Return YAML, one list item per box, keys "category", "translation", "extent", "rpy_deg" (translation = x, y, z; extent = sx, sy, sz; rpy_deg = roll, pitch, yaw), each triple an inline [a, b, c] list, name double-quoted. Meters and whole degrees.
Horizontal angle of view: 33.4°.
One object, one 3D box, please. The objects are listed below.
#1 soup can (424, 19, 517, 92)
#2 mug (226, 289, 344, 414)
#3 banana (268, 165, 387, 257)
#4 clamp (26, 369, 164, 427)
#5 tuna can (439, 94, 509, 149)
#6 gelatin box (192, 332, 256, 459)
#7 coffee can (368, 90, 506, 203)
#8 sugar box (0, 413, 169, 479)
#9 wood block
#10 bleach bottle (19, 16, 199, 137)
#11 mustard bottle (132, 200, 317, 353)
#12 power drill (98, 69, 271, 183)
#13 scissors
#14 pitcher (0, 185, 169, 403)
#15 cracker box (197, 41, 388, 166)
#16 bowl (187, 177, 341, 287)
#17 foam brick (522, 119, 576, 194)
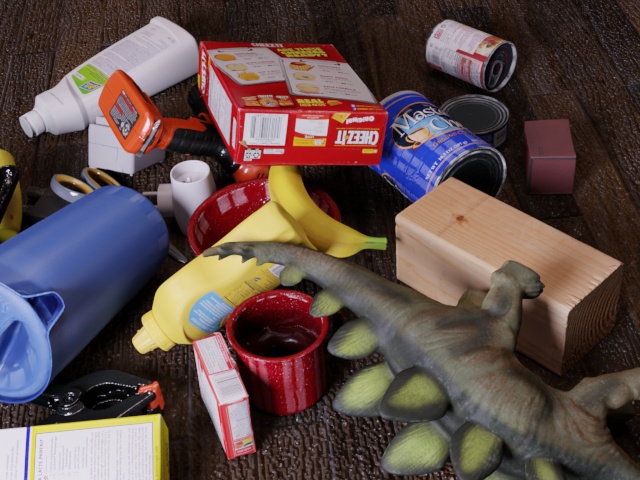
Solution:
- category: "soup can"
  translation: [0.194, -0.241, 1.388]
  extent: [0.068, 0.068, 0.102]
  rpy_deg: [-34, 47, -31]
- category: "mug"
  translation: [-0.027, 0.100, 0.988]
  extent: [0.117, 0.081, 0.093]
  rpy_deg: [-30, 46, -27]
- category: "banana"
  translation: [-0.012, -0.034, 1.099]
  extent: [0.069, 0.037, 0.198]
  rpy_deg: [-7, 37, -33]
- category: "clamp"
  translation: [-0.231, 0.163, 0.969]
  extent: [0.171, 0.039, 0.120]
  rpy_deg: [-6, 46, 9]
- category: "tuna can"
  translation: [0.185, -0.140, 1.294]
  extent: [0.086, 0.034, 0.086]
  rpy_deg: [-3, 40, 2]
- category: "gelatin box"
  translation: [-0.086, 0.138, 0.955]
  extent: [0.030, 0.073, 0.089]
  rpy_deg: [-15, 40, -14]
- category: "coffee can"
  translation: [0.123, -0.091, 1.187]
  extent: [0.102, 0.103, 0.140]
  rpy_deg: [-24, 44, -22]
- category: "sugar box"
  translation: [-0.217, 0.203, 0.895]
  extent: [0.176, 0.048, 0.093]
  rpy_deg: [-6, 61, 2]
- category: "wood block"
  translation: [0.180, 0.030, 1.046]
  extent: [0.090, 0.090, 0.206]
  rpy_deg: [-34, 48, -30]
- category: "bleach bottle"
  translation: [-0.283, -0.207, 1.401]
  extent: [0.250, 0.068, 0.103]
  rpy_deg: [-34, 47, -27]
- category: "mustard bottle"
  translation: [-0.097, 0.044, 1.006]
  extent: [0.191, 0.096, 0.058]
  rpy_deg: [-37, 67, 4]
- category: "power drill"
  translation: [-0.159, -0.140, 1.238]
  extent: [0.187, 0.057, 0.185]
  rpy_deg: [10, 33, -43]
- category: "scissors"
  translation: [-0.233, -0.030, 1.194]
  extent: [0.096, 0.016, 0.202]
  rpy_deg: [2, 30, -39]
- category: "pitcher"
  translation: [-0.257, 0.042, 1.033]
  extent: [0.149, 0.145, 0.242]
  rpy_deg: [19, 31, 15]
- category: "cracker box"
  translation: [-0.037, -0.155, 1.187]
  extent: [0.164, 0.072, 0.214]
  rpy_deg: [-1, 29, -17]
- category: "bowl"
  translation: [-0.057, 0.001, 1.131]
  extent: [0.162, 0.055, 0.162]
  rpy_deg: [-3, 40, 2]
- category: "foam brick"
  translation: [0.260, -0.096, 1.220]
  extent: [0.053, 0.051, 0.078]
  rpy_deg: [-1, 40, 6]
